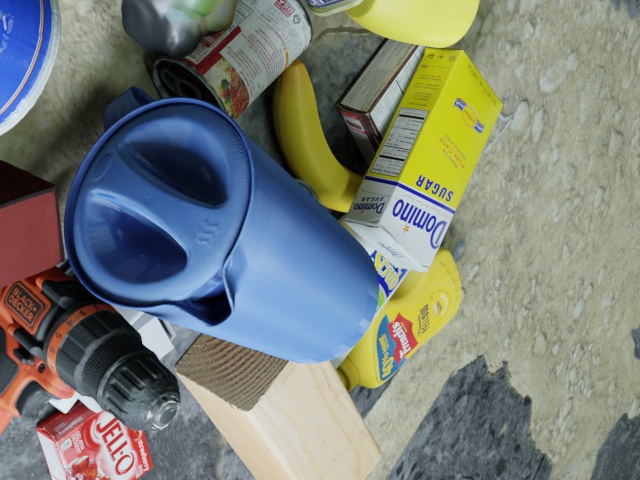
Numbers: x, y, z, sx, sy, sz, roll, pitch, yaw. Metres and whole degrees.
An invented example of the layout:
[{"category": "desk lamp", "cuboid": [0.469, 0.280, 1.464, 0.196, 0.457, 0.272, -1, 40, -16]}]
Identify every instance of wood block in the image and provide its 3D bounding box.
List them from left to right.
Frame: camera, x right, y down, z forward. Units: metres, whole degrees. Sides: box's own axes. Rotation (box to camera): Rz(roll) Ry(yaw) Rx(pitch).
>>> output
[{"category": "wood block", "cuboid": [-0.031, 0.151, 0.929, 0.090, 0.091, 0.206, -50, 141, -21]}]

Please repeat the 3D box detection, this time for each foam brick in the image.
[{"category": "foam brick", "cuboid": [-0.198, -0.013, 0.638, 0.051, 0.078, 0.053, -26, 125, -42]}]

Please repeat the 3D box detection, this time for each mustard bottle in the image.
[{"category": "mustard bottle", "cuboid": [0.062, 0.087, 1.042, 0.191, 0.058, 0.096, -39, 138, -33]}]

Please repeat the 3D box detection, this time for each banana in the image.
[{"category": "banana", "cuboid": [0.004, -0.074, 0.896, 0.069, 0.037, 0.197, -53, 138, -5]}]

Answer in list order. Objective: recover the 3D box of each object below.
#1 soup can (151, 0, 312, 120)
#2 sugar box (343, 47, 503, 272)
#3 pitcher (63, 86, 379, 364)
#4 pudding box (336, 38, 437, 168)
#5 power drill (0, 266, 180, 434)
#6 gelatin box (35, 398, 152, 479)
[{"category": "soup can", "cuboid": [-0.061, -0.132, 0.758, 0.102, 0.069, 0.068, -49, 140, -25]}, {"category": "sugar box", "cuboid": [0.093, -0.069, 0.926, 0.093, 0.048, 0.176, 39, 69, -47]}, {"category": "pitcher", "cuboid": [-0.055, 0.001, 0.732, 0.242, 0.145, 0.149, 36, 66, -60]}, {"category": "pudding box", "cuboid": [0.072, -0.128, 0.957, 0.113, 0.039, 0.090, -55, 141, -20]}, {"category": "power drill", "cuboid": [-0.183, 0.113, 0.652, 0.188, 0.185, 0.057, -58, 144, 3]}, {"category": "gelatin box", "cuboid": [-0.169, 0.157, 0.807, 0.073, 0.030, 0.089, -35, 134, -37]}]
